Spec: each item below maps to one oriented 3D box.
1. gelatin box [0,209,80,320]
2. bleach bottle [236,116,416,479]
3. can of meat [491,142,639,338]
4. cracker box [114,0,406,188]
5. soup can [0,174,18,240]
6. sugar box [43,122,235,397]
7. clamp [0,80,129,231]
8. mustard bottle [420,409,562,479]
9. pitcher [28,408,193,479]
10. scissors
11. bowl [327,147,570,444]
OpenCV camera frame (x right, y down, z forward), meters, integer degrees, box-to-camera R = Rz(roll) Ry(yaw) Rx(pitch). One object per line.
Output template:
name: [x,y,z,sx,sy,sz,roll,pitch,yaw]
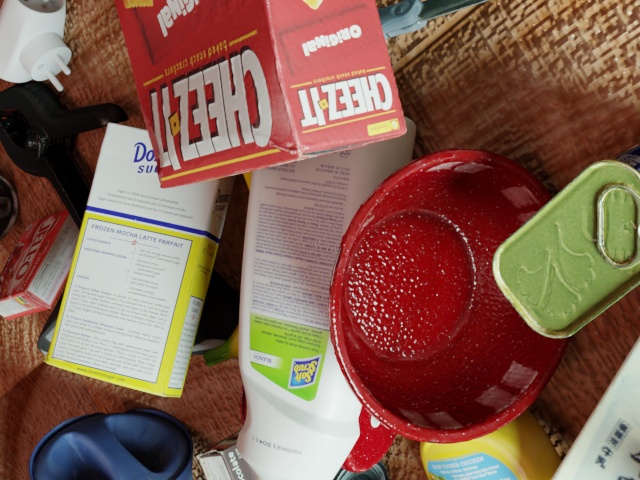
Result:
gelatin box: [-0.236,0.019,0.897,0.073,0.089,0.030,-15,135,46]
bleach bottle: [-0.011,0.043,0.650,0.103,0.068,0.251,10,90,36]
can of meat: [0.150,-0.006,0.539,0.057,0.083,0.102,52,134,11]
cracker box: [-0.051,-0.141,0.547,0.164,0.072,0.214,-5,99,59]
soup can: [-0.333,-0.036,0.972,0.102,0.068,0.068,13,117,39]
sugar box: [-0.123,0.013,0.746,0.093,0.048,0.176,13,81,12]
clamp: [-0.213,-0.087,0.862,0.172,0.039,0.120,39,121,25]
mustard bottle: [0.113,0.155,0.661,0.096,0.058,0.191,-28,89,55]
pitcher: [-0.168,0.280,0.915,0.145,0.149,0.243,16,122,31]
scissors: [0.035,-0.113,0.601,0.202,0.096,0.016,3,142,43]
bowl: [0.065,0.028,0.597,0.055,0.161,0.162,12,119,63]
